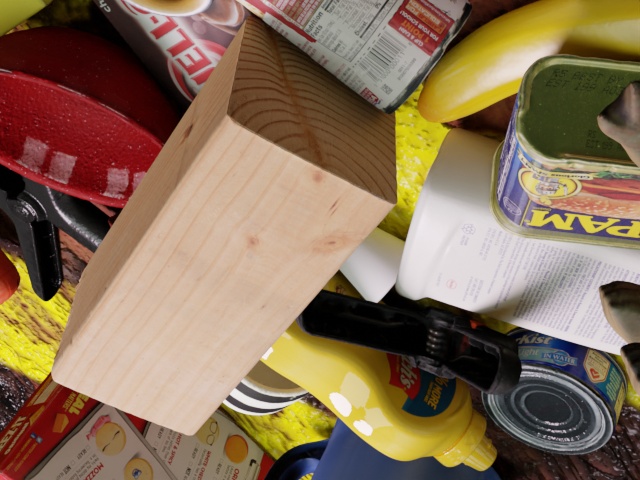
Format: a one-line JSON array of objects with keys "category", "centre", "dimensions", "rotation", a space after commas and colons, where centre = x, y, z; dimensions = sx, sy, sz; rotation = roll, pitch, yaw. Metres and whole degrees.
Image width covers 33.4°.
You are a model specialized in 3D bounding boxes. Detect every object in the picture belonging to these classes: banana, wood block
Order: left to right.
[{"category": "wood block", "centre": [-0.054, 0.001, 0.561], "dimensions": [0.090, 0.090, 0.206], "rotation": [26, 128, -18]}, {"category": "banana", "centre": [0.125, -0.084, 0.488], "dimensions": [0.198, 0.037, 0.069], "rotation": [1, 132, 32]}]

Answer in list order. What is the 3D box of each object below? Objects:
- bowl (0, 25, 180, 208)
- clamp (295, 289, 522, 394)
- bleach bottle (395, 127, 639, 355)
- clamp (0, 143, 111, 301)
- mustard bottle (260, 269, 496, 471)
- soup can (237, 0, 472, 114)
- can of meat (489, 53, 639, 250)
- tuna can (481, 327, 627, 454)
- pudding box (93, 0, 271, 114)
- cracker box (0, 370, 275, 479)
[{"category": "bowl", "centre": [-0.143, -0.078, 0.632], "dimensions": [0.162, 0.055, 0.162], "rotation": [16, 159, 6]}, {"category": "clamp", "centre": [0.057, 0.054, 0.600], "dimensions": [0.120, 0.039, 0.171], "rotation": [22, 179, 14]}, {"category": "bleach bottle", "centre": [0.170, 0.026, 0.557], "dimensions": [0.251, 0.068, 0.103], "rotation": [21, 143, 9]}, {"category": "clamp", "centre": [-0.190, -0.028, 0.750], "dimensions": [0.165, 0.036, 0.210], "rotation": [4, 134, 35]}, {"category": "mustard bottle", "centre": [0.037, 0.083, 0.673], "dimensions": [0.191, 0.096, 0.058], "rotation": [40, 120, -11]}, {"category": "soup can", "centre": [0.012, -0.116, 0.504], "dimensions": [0.102, 0.068, 0.069], "rotation": [36, 141, -6]}, {"category": "can of meat", "centre": [0.132, -0.038, 0.482], "dimensions": [0.102, 0.057, 0.084], "rotation": [7, 160, 5]}, {"category": "tuna can", "centre": [0.145, 0.095, 0.666], "dimensions": [0.086, 0.033, 0.086], "rotation": [18, 139, 16]}, {"category": "pudding box", "centre": [-0.069, -0.127, 0.567], "dimensions": [0.090, 0.039, 0.113], "rotation": [-12, 124, 41]}, {"category": "cracker box", "centre": [-0.147, 0.191, 0.854], "dimensions": [0.072, 0.164, 0.213], "rotation": [-21, 118, 46]}]
